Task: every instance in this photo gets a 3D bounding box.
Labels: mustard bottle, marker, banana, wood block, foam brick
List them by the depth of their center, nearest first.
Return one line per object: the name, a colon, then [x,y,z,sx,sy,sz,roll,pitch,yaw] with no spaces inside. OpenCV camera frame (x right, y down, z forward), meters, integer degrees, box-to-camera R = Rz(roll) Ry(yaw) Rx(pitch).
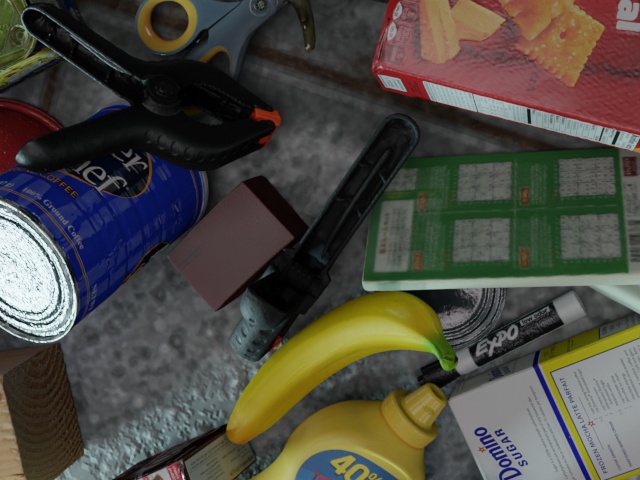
banana: [0.008,0.076,0.692,0.037,0.069,0.198,40,133,-25]
marker: [0.118,0.069,0.709,0.121,0.020,0.020,-30,91,16]
mustard bottle: [0.013,0.163,0.719,0.096,0.058,0.192,37,110,-19]
foam brick: [-0.055,0.001,0.723,0.078,0.051,0.053,-42,87,16]
wood block: [-0.293,0.141,0.784,0.206,0.090,0.091,-9,98,14]

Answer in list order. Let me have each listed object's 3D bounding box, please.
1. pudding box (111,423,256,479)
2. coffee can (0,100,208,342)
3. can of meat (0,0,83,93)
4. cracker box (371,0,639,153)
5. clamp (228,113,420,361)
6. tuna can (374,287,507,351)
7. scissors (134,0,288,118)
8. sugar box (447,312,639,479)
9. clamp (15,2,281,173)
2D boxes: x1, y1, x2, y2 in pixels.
pudding box: [-0.104,0.166,0.730,0.090,0.113,0.039,-27,89,15]
coffee can: [-0.152,-0.016,0.682,0.103,0.140,0.103,16,127,23]
can of meat: [-0.220,-0.135,0.723,0.102,0.083,0.057,-22,93,16]
cracker box: [0.150,-0.140,0.575,0.214,0.072,0.164,16,91,13]
clamp: [-0.009,0.016,0.668,0.036,0.210,0.164,37,66,3]
tuna can: [0.080,0.029,0.705,0.086,0.033,0.086,2,100,13]
scissors: [-0.053,-0.161,0.685,0.096,0.016,0.202,48,124,6]
sugar box: [0.181,0.106,0.688,0.176,0.048,0.093,-24,93,20]
clamp: [-0.110,-0.092,0.667,0.039,0.171,0.120,-39,57,51]
